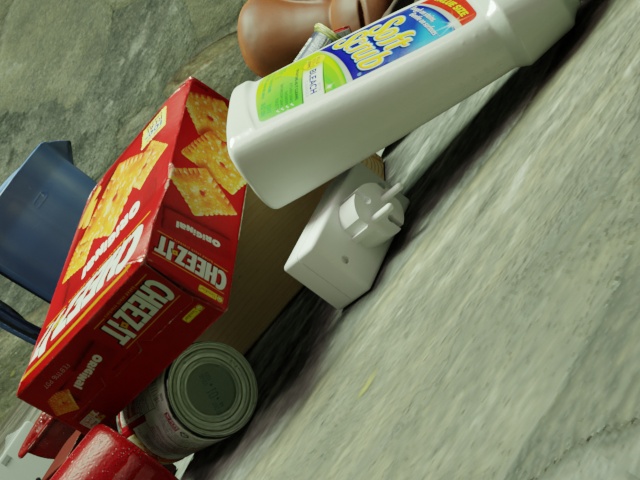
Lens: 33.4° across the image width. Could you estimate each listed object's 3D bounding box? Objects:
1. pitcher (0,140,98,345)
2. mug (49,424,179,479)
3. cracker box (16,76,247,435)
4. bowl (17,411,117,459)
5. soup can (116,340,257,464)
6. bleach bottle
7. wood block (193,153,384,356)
[{"bbox_3d":[-0.221,0.032,1.046,0.149,0.242,0.145,-49,12,20],"label":"pitcher"},{"bbox_3d":[-0.136,0.179,0.700,0.081,0.093,0.117,-52,-23,-19],"label":"mug"},{"bbox_3d":[-0.126,0.006,0.757,0.164,0.072,0.213,-44,25,32],"label":"cracker box"},{"bbox_3d":[-0.185,0.126,0.898,0.162,0.055,0.162,-53,10,13],"label":"bowl"},{"bbox_3d":[-0.094,0.113,0.740,0.102,0.068,0.068,-36,21,55],"label":"soup can"},{"bbox_3d":[0.060,-0.114,0.678,0.251,0.068,0.102,-27,31,18],"label":"bleach bottle"},{"bbox_3d":[-0.049,-0.002,0.846,0.206,0.090,0.090,-50,12,19],"label":"wood block"}]
